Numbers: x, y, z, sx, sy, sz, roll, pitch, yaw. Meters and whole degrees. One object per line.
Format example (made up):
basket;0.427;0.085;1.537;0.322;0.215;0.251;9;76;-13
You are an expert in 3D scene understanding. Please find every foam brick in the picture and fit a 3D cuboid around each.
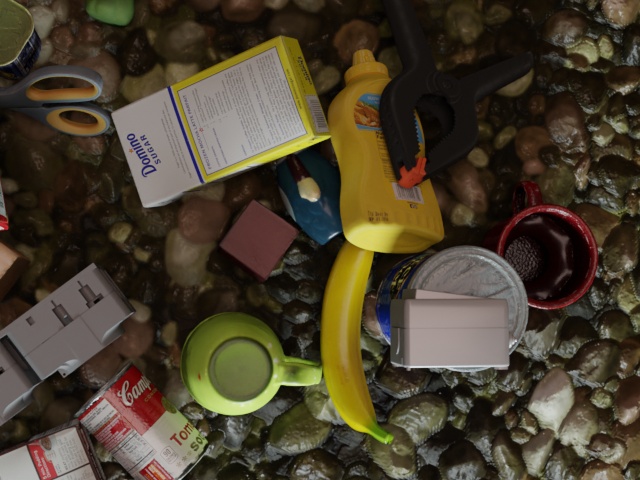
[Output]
foam brick;-0.056;0.001;0.947;0.051;0.078;0.053;36;83;-3

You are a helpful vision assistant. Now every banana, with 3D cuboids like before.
banana;0.030;0.086;0.963;0.070;0.037;0.198;-12;78;30

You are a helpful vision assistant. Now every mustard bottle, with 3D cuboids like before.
mustard bottle;0.052;-0.086;0.957;0.096;0.058;0.191;8;63;-35

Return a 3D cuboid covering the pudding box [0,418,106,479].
pudding box;-0.246;0.218;0.931;0.113;0.039;0.090;-22;90;-6

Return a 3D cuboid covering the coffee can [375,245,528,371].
coffee can;0.110;0.059;0.932;0.102;0.140;0.103;0;87;-7

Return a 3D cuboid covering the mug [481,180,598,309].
mug;0.192;0.004;0.975;0.093;0.081;0.117;-9;88;-8

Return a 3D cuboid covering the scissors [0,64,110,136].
scissors;-0.275;-0.116;0.949;0.202;0.096;0.016;-7;57;21

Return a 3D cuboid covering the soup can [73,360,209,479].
soup can;-0.155;0.165;0.930;0.068;0.068;0.102;-44;93;-7

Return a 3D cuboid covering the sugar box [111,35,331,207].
sugar box;-0.088;-0.101;0.928;0.176;0.048;0.093;-20;88;23

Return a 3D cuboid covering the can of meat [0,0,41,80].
can of meat;-0.295;-0.186;0.923;0.102;0.084;0.057;30;84;-5

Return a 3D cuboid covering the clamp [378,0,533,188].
clamp;0.114;-0.131;0.954;0.164;0.036;0.210;21;58;-15
